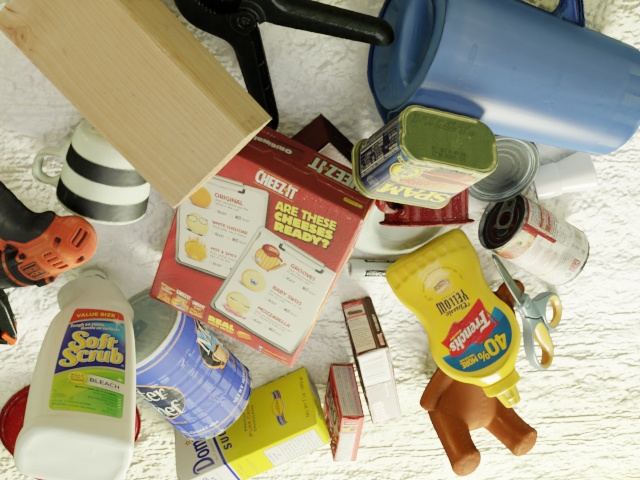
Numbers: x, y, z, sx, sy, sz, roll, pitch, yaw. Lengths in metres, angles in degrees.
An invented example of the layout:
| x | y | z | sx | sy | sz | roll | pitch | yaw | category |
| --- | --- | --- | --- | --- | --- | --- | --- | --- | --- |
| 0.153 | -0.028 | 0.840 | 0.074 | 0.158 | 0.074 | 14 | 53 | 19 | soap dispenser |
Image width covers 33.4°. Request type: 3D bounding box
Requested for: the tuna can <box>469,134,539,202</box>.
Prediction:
| x | y | z | sx | sy | sz | roll | pitch | yaw | category |
| --- | --- | --- | --- | --- | --- | --- | --- | --- | --- |
| 0.176 | -0.081 | 1.076 | 0.086 | 0.034 | 0.086 | -6 | 128 | -7 | tuna can |

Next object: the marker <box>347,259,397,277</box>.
| x | y | z | sx | sy | sz | roll | pitch | yaw | category |
| --- | --- | --- | --- | --- | --- | --- | --- | --- | --- |
| 0.090 | 0.031 | 1.154 | 0.121 | 0.020 | 0.020 | 2 | 127 | -13 | marker |

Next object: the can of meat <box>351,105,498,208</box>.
| x | y | z | sx | sy | sz | roll | pitch | yaw | category |
| --- | --- | --- | --- | --- | --- | --- | --- | --- | --- |
| 0.091 | -0.072 | 0.928 | 0.102 | 0.057 | 0.084 | 9 | 159 | -25 | can of meat |

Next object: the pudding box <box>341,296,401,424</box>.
| x | y | z | sx | sy | sz | roll | pitch | yaw | category |
| --- | --- | --- | --- | --- | --- | --- | --- | --- | --- |
| 0.056 | 0.133 | 1.181 | 0.039 | 0.090 | 0.113 | -14 | 128 | -3 | pudding box |

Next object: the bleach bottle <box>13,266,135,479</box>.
| x | y | z | sx | sy | sz | roll | pitch | yaw | category |
| --- | --- | --- | --- | --- | --- | --- | --- | --- | --- |
| -0.225 | 0.111 | 1.003 | 0.102 | 0.251 | 0.068 | 13 | 124 | -20 | bleach bottle |

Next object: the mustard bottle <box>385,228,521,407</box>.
| x | y | z | sx | sy | sz | roll | pitch | yaw | category |
| --- | --- | --- | --- | --- | --- | --- | --- | --- | --- |
| 0.154 | 0.090 | 1.118 | 0.096 | 0.058 | 0.191 | -31 | 93 | 6 | mustard bottle |

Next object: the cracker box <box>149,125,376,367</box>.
| x | y | z | sx | sy | sz | roll | pitch | yaw | category |
| --- | --- | --- | --- | --- | --- | --- | --- | --- | --- |
| -0.057 | 0.001 | 1.018 | 0.164 | 0.072 | 0.214 | 27 | 130 | 3 | cracker box |

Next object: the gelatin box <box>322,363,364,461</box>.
| x | y | z | sx | sy | sz | roll | pitch | yaw | category |
| --- | --- | --- | --- | --- | --- | --- | --- | --- | --- |
| 0.025 | 0.197 | 1.224 | 0.030 | 0.089 | 0.073 | 1 | 127 | -11 | gelatin box |

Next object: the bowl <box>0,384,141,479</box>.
| x | y | z | sx | sy | sz | roll | pitch | yaw | category |
| --- | --- | --- | --- | --- | --- | --- | --- | --- | --- |
| -0.284 | 0.229 | 1.208 | 0.162 | 0.055 | 0.162 | -5 | 128 | -7 | bowl |

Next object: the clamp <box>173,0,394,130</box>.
| x | y | z | sx | sy | sz | roll | pitch | yaw | category |
| --- | --- | --- | --- | --- | --- | --- | --- | --- | --- |
| -0.064 | -0.190 | 0.927 | 0.209 | 0.036 | 0.165 | 34 | 130 | -18 | clamp |

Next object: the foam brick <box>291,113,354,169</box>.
| x | y | z | sx | sy | sz | roll | pitch | yaw | category |
| --- | --- | --- | --- | --- | --- | --- | --- | --- | --- |
| 0.010 | -0.072 | 1.037 | 0.051 | 0.053 | 0.078 | -37 | 126 | 17 | foam brick |

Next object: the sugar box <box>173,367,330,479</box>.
| x | y | z | sx | sy | sz | roll | pitch | yaw | category |
| --- | --- | --- | --- | --- | --- | --- | --- | --- | --- |
| -0.082 | 0.222 | 1.219 | 0.176 | 0.093 | 0.048 | -24 | 128 | 7 | sugar box |

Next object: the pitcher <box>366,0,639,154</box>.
| x | y | z | sx | sy | sz | roll | pitch | yaw | category |
| --- | --- | --- | --- | --- | --- | --- | --- | --- | --- |
| 0.177 | -0.163 | 0.960 | 0.242 | 0.145 | 0.149 | 11 | 156 | -24 | pitcher |

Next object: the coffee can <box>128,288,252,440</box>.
| x | y | z | sx | sy | sz | roll | pitch | yaw | category |
| --- | --- | --- | --- | --- | --- | --- | --- | --- | --- |
| -0.152 | 0.132 | 1.129 | 0.103 | 0.103 | 0.140 | -30 | 127 | 12 | coffee can |

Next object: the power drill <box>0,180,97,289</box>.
| x | y | z | sx | sy | sz | roll | pitch | yaw | category |
| --- | --- | --- | --- | --- | --- | --- | --- | --- | --- |
| -0.313 | -0.027 | 0.976 | 0.187 | 0.057 | 0.185 | 40 | 145 | -25 | power drill |

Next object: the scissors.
| x | y | z | sx | sy | sz | roll | pitch | yaw | category |
| --- | --- | --- | --- | --- | --- | --- | --- | --- | --- |
| 0.230 | 0.058 | 1.168 | 0.016 | 0.096 | 0.201 | 5 | 135 | 34 | scissors |

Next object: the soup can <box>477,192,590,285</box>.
| x | y | z | sx | sy | sz | roll | pitch | yaw | category |
| --- | --- | --- | --- | --- | --- | --- | --- | --- | --- |
| 0.226 | -0.001 | 1.126 | 0.102 | 0.068 | 0.069 | 27 | 118 | -29 | soup can |

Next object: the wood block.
| x | y | z | sx | sy | sz | roll | pitch | yaw | category |
| --- | --- | --- | --- | --- | --- | --- | --- | --- | --- |
| -0.150 | -0.138 | 0.874 | 0.206 | 0.090 | 0.091 | 46 | 110 | -4 | wood block |

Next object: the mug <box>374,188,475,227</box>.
| x | y | z | sx | sy | sz | roll | pitch | yaw | category |
| --- | --- | --- | --- | --- | --- | --- | --- | --- | --- |
| 0.093 | -0.056 | 1.025 | 0.117 | 0.093 | 0.081 | -6 | 97 | -40 | mug |
